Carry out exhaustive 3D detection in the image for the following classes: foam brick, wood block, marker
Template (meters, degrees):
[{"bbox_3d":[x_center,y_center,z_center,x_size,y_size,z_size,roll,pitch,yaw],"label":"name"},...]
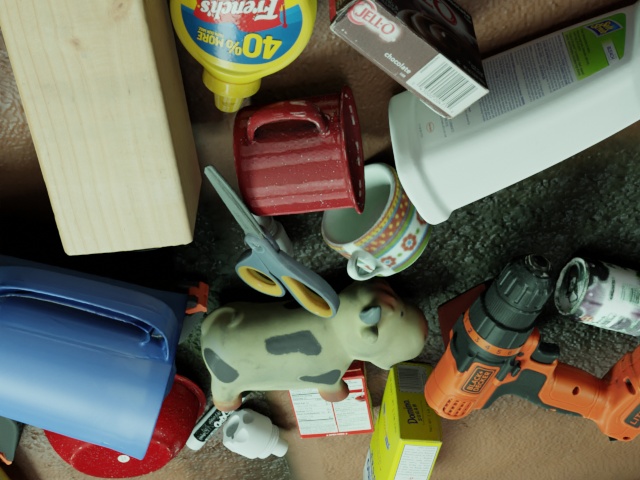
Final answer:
[{"bbox_3d":[0.148,0.085,0.936,0.053,0.051,0.078,-33,126,25],"label":"foam brick"},{"bbox_3d":[-0.141,-0.102,0.700,0.090,0.091,0.206,-5,123,3],"label":"wood block"},{"bbox_3d":[-0.094,0.162,1.023,0.020,0.020,0.121,24,128,-23],"label":"marker"}]

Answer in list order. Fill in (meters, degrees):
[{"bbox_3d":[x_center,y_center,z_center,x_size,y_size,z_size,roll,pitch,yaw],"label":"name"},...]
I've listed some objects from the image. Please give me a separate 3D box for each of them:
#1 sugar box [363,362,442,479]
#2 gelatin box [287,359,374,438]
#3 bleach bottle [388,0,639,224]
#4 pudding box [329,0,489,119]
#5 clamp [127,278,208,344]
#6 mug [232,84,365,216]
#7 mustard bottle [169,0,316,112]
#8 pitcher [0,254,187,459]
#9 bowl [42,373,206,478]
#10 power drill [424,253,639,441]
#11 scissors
[{"bbox_3d":[0.075,0.207,1.020,0.048,0.093,0.176,7,132,-7],"label":"sugar box"},{"bbox_3d":[0.010,0.147,1.006,0.073,0.030,0.089,-6,133,6],"label":"gelatin box"},{"bbox_3d":[0.173,-0.101,0.727,0.251,0.102,0.068,-21,135,18],"label":"bleach bottle"},{"bbox_3d":[0.055,-0.142,0.694,0.113,0.090,0.039,34,125,-30],"label":"pudding box"},{"bbox_3d":[-0.179,0.069,0.919,0.172,0.039,0.120,-29,138,23],"label":"clamp"},{"bbox_3d":[-0.017,-0.065,0.759,0.081,0.093,0.117,-6,160,10],"label":"mug"},{"bbox_3d":[-0.048,-0.164,0.692,0.096,0.058,0.192,11,133,-5],"label":"mustard bottle"},{"bbox_3d":[-0.227,0.070,0.813,0.242,0.145,0.149,16,103,-10],"label":"pitcher"},{"bbox_3d":[-0.185,0.177,0.987,0.162,0.055,0.162,-6,146,-4],"label":"bowl"},{"bbox_3d":[0.199,0.093,0.872,0.187,0.057,0.185,15,134,-12],"label":"power drill"},{"bbox_3d":[-0.055,0.001,0.796,0.096,0.016,0.201,7,152,42],"label":"scissors"}]
